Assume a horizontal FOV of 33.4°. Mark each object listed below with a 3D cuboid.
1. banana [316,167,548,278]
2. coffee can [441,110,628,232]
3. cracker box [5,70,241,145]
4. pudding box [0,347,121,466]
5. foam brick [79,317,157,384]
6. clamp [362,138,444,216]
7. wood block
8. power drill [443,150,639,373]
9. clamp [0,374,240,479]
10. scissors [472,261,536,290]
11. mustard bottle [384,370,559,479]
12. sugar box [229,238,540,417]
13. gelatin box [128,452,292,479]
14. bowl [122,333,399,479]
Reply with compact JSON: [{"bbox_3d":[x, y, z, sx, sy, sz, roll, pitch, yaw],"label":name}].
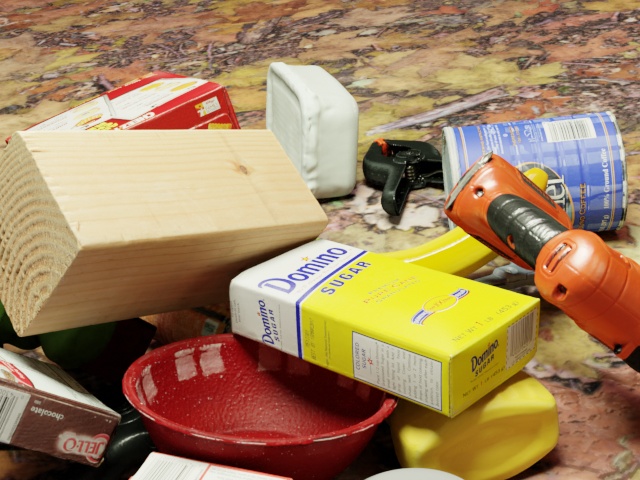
[{"bbox_3d":[0.092,0.003,0.846,0.198,0.069,0.037,-17,-4,7],"label":"banana"},{"bbox_3d":[0.178,-0.052,0.907,0.140,0.103,0.103,-6,25,3],"label":"coffee can"},{"bbox_3d":[-0.175,-0.081,0.927,0.164,0.072,0.214,-27,21,-15],"label":"cracker box"},{"bbox_3d":[-0.187,0.090,0.631,0.113,0.039,0.090,30,-6,-41],"label":"pudding box"},{"bbox_3d":[-0.170,0.067,0.785,0.078,0.053,0.051,18,78,44],"label":"foam brick"},{"bbox_3d":[0.082,-0.065,1.040,0.120,0.039,0.172,-14,19,-25],"label":"clamp"},{"bbox_3d":[-0.107,-0.012,0.692,0.205,0.090,0.091,-7,57,-47],"label":"wood block"},{"bbox_3d":[0.173,0.023,0.687,0.057,0.184,0.188,-52,32,6],"label":"power drill"},{"bbox_3d":[-0.137,0.119,0.705,0.209,0.036,0.165,-26,32,-28],"label":"clamp"},{"bbox_3d":[0.157,0.032,0.784,0.096,0.016,0.201,17,19,27],"label":"scissors"},{"bbox_3d":[0.069,0.085,0.697,0.096,0.058,0.192,-18,26,-11],"label":"mustard bottle"},{"bbox_3d":[0.035,0.046,0.656,0.176,0.048,0.093,18,29,38],"label":"sugar box"},{"bbox_3d":[-0.052,0.155,0.562,0.089,0.073,0.030,5,30,24],"label":"gelatin box"},{"bbox_3d":[-0.036,0.107,0.630,0.162,0.055,0.162,4,15,-1],"label":"bowl"}]
